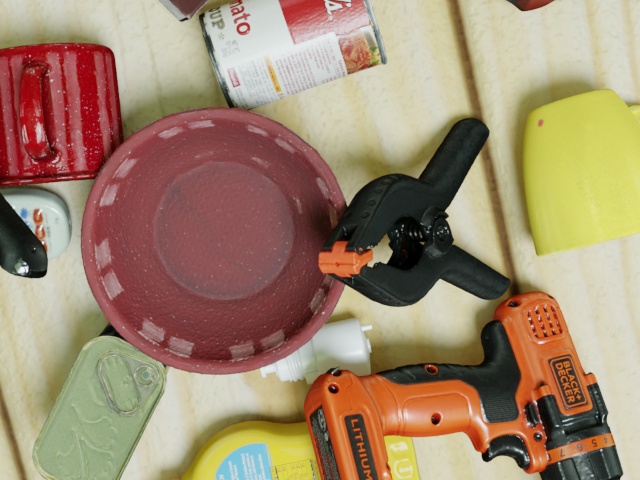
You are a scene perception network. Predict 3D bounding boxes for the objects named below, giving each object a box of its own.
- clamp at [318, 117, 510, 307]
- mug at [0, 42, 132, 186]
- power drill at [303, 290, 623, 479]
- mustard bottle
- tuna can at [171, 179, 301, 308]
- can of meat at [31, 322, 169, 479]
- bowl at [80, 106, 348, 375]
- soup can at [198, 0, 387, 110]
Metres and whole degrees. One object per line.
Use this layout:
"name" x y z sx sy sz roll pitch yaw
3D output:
"clamp" 0.063 -0.016 0.654 0.039 0.171 0.120 -10 88 39
"mug" -0.165 -0.076 0.652 0.093 0.117 0.081 -5 94 0
"power drill" 0.094 0.133 0.662 0.187 0.057 0.184 -10 69 -19
"mustard bottle" -0.029 0.167 0.716 0.191 0.058 0.096 -12 97 2
"tuna can" -0.055 0.001 0.703 0.086 0.034 0.086 0 99 0
"can of meat" -0.136 0.103 0.693 0.057 0.084 0.102 26 98 -4
"bowl" -0.062 -0.002 0.655 0.162 0.055 0.162 0 99 0
"soup can" -0.017 -0.126 0.666 0.102 0.068 0.068 -18 98 3
